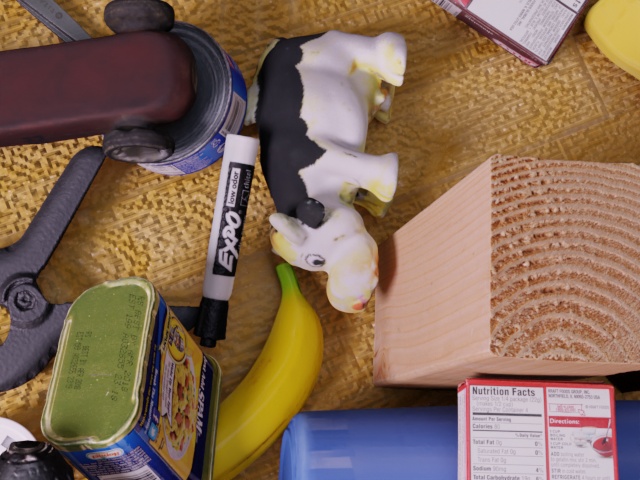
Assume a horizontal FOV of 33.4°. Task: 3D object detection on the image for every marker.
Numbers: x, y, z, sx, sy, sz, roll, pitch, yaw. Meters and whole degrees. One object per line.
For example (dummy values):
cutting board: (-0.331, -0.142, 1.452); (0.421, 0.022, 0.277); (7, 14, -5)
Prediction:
marker: (-0.054, 0.001, 0.603); (0.020, 0.020, 0.121); (10, 93, -9)

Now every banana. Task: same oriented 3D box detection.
banana: (-0.059, 0.102, 0.606); (0.070, 0.037, 0.197); (34, 69, 28)

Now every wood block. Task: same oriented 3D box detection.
wood block: (0.096, 0.028, 0.559); (0.090, 0.206, 0.091); (3, 78, -10)

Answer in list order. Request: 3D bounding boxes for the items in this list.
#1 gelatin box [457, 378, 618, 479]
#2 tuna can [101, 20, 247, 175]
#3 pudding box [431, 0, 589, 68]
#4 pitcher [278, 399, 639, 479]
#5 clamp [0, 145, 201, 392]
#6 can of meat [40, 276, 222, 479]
gelatin box: (0.103, 0.112, 0.512); (0.073, 0.030, 0.089); (2, 74, -2)
tuna can: (-0.086, -0.082, 0.621); (0.086, 0.033, 0.086); (-3, 79, 15)
pudding box: (0.121, -0.178, 0.682); (0.113, 0.039, 0.090); (33, 94, -5)
pitcher: (0.100, 0.159, 0.583); (0.242, 0.145, 0.149); (2, 66, -7)
clamp: (-0.164, 0.023, 0.599); (0.171, 0.039, 0.120); (-21, 83, -18)
can of meat: (-0.095, 0.082, 0.549); (0.057, 0.084, 0.102); (-11, 49, 15)
